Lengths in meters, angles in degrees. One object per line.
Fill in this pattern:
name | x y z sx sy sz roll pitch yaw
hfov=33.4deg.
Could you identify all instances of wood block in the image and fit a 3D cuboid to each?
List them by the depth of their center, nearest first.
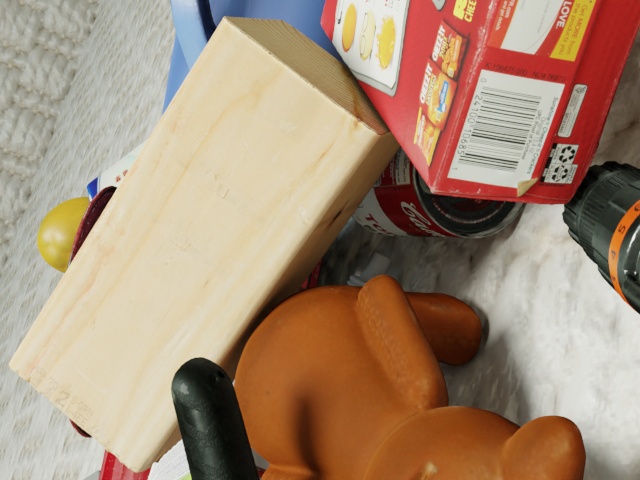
wood block | -0.053 0.001 0.532 0.206 0.090 0.090 -54 -8 18

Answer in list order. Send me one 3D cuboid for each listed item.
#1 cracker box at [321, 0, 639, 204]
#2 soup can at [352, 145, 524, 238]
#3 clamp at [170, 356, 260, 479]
cracker box | 0.070 -0.135 0.472 0.214 0.072 0.164 -113 33 -59
soup can | 0.058 -0.035 0.583 0.102 0.068 0.068 1 70 68
clamp | -0.026 0.159 0.451 0.210 0.036 0.165 48 137 20
